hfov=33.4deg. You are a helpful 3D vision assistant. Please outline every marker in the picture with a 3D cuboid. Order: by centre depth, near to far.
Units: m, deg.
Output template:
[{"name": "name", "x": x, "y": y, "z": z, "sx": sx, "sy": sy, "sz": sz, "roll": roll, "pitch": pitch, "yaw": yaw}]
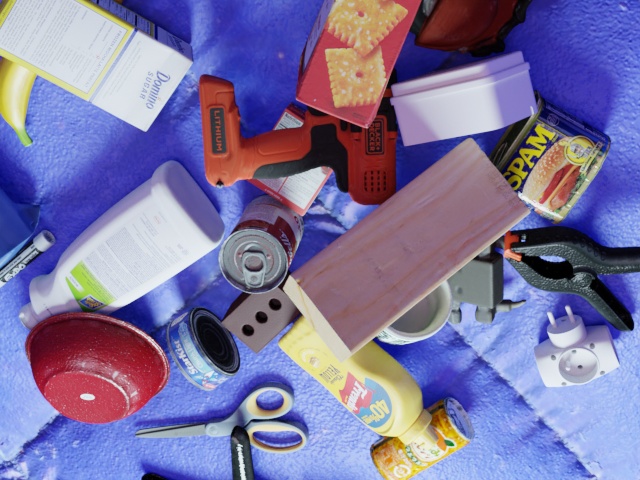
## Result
[{"name": "marker", "x": -0.337, "y": 0.029, "z": 1.170, "sx": 0.121, "sy": 0.020, "sz": 0.020, "roll": -36, "pitch": 102, "yaw": 21}]

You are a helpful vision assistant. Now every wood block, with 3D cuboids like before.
[{"name": "wood block", "x": 0.076, "y": 0.010, "z": 0.970, "sx": 0.206, "sy": 0.091, "sz": 0.090, "roll": -37, "pitch": 85, "yaw": -11}]

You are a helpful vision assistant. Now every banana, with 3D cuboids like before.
[{"name": "banana", "x": -0.273, "y": -0.186, "z": 1.063, "sx": 0.069, "sy": 0.037, "sz": 0.198, "roll": 28, "pitch": 117, "yaw": -24}]

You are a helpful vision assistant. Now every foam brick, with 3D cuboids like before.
[{"name": "foam brick", "x": -0.057, "y": 0.070, "z": 1.121, "sx": 0.053, "sy": 0.051, "sz": 0.078, "roll": 42, "pitch": 113, "yaw": -8}]

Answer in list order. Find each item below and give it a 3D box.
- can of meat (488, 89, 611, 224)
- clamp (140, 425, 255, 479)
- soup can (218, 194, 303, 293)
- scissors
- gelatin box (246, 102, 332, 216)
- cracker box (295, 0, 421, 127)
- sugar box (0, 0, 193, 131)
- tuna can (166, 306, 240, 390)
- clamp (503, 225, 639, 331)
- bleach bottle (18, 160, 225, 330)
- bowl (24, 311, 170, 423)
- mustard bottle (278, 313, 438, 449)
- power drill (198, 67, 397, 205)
[{"name": "can of meat", "x": 0.213, "y": -0.077, "z": 1.012, "sx": 0.084, "sy": 0.057, "sz": 0.102, "roll": 29, "pitch": 115, "yaw": -6}, {"name": "clamp", "x": -0.103, "y": 0.321, "z": 1.230, "sx": 0.165, "sy": 0.036, "sz": 0.210, "roll": -24, "pitch": 104, "yaw": 29}, {"name": "soup can", "x": -0.057, "y": 0.001, "z": 1.064, "sx": 0.068, "sy": 0.102, "sz": 0.068, "roll": 3, "pitch": 113, "yaw": 8}, {"name": "scissors", "x": -0.111, "y": 0.195, "z": 1.202, "sx": 0.202, "sy": 0.016, "sz": 0.096, "roll": 8, "pitch": 112, "yaw": 7}, {"name": "gelatin box", "x": -0.024, "y": -0.081, "z": 1.064, "sx": 0.073, "sy": 0.030, "sz": 0.089, "roll": 32, "pitch": 111, "yaw": -4}, {"name": "cracker box", "x": 0.050, "y": -0.214, "z": 0.869, "sx": 0.072, "sy": 0.164, "sz": 0.214, "roll": 22, "pitch": 107, "yaw": -7}, {"name": "sugar box", "x": -0.219, "y": -0.186, "z": 1.018, "sx": 0.176, "sy": 0.048, "sz": 0.093, "roll": 27, "pitch": 116, "yaw": -27}, {"name": "tuna can", "x": -0.123, "y": 0.114, "z": 1.132, "sx": 0.034, "sy": 0.086, "sz": 0.086, "roll": -33, "pitch": 104, "yaw": 18}, {"name": "clamp", "x": 0.257, "y": 0.035, "z": 1.043, "sx": 0.171, "sy": 0.039, "sz": 0.120, "roll": 13, "pitch": 130, "yaw": 2}, {"name": "bleach bottle", "x": -0.226, "y": 0.021, "z": 1.125, "sx": 0.251, "sy": 0.068, "sz": 0.102, "roll": -30, "pitch": 106, "yaw": 22}, {"name": "bowl", "x": -0.247, "y": 0.150, "z": 1.155, "sx": 0.162, "sy": 0.055, "sz": 0.162, "roll": 3, "pitch": 135, "yaw": 3}, {"name": "mustard bottle", "x": 0.048, "y": 0.146, "z": 1.107, "sx": 0.191, "sy": 0.058, "sz": 0.096, "roll": 43, "pitch": 143, "yaw": 1}, {"name": "power drill", "x": -0.019, "y": -0.122, "z": 1.003, "sx": 0.187, "sy": 0.057, "sz": 0.184, "roll": -2, "pitch": 96, "yaw": -2}]
